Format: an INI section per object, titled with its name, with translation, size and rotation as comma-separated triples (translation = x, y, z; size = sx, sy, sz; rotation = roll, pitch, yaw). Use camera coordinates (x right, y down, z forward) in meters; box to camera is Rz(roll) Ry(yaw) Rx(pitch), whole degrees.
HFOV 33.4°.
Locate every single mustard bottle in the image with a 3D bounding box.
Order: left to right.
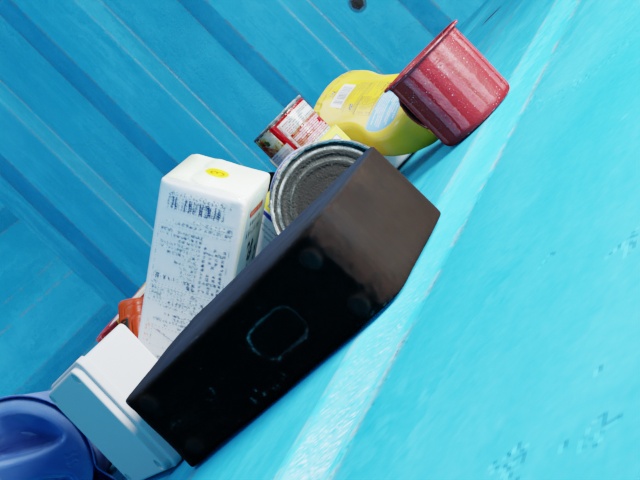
[mustard bottle]
translation = 0.077, -0.133, 1.114
size = 0.192, 0.058, 0.096
rotation = 11, 60, 49

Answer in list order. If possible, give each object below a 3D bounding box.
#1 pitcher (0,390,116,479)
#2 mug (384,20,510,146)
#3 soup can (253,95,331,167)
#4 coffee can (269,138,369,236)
[pitcher]
translation = -0.278, 0.206, 1.048
size = 0.145, 0.149, 0.243
rotation = -33, -2, -4
[mug]
translation = 0.114, -0.138, 0.994
size = 0.093, 0.081, 0.117
rotation = -48, 6, -31
[soup can]
translation = -0.010, -0.091, 1.102
size = 0.068, 0.102, 0.068
rotation = -45, 5, 5
[coffee can]
translation = 0.009, -0.031, 0.878
size = 0.103, 0.103, 0.140
rotation = -45, 5, 1
